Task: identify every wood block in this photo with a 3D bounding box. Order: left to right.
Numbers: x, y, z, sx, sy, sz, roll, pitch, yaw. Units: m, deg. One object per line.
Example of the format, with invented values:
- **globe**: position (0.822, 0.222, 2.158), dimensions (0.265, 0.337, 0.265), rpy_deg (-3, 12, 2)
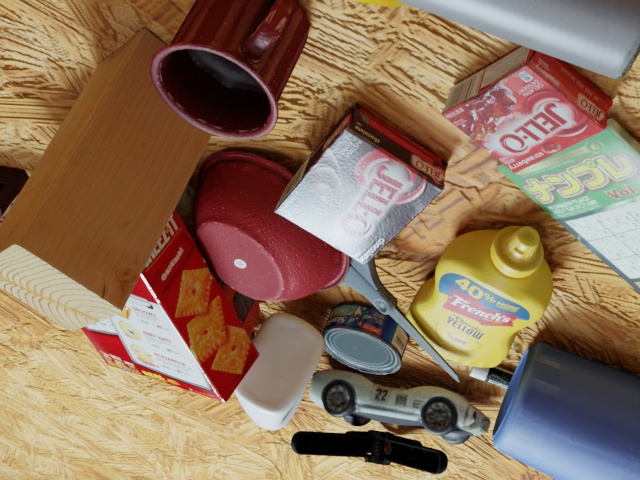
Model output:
- **wood block**: position (-0.162, -0.046, 0.812), dimensions (0.090, 0.206, 0.090), rpy_deg (37, 148, -24)

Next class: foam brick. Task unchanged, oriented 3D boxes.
- **foam brick**: position (-0.336, -0.043, 1.090), dimensions (0.078, 0.053, 0.051), rpy_deg (9, 148, 20)

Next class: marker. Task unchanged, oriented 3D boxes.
- **marker**: position (0.207, 0.146, 1.053), dimensions (0.121, 0.020, 0.020), rpy_deg (20, 150, 5)

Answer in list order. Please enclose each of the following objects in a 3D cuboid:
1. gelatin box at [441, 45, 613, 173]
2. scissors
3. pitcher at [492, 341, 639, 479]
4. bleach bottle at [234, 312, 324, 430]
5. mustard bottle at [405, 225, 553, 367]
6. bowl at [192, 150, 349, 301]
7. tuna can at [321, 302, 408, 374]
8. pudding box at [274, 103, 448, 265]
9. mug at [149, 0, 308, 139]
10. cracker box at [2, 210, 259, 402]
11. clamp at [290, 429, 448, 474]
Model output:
- **gelatin box**: position (0.137, -0.088, 0.716), dimensions (0.073, 0.030, 0.089), rpy_deg (35, 148, -20)
- **scissors**: position (0.056, 0.038, 0.929), dimensions (0.202, 0.016, 0.096), rpy_deg (37, 143, 13)
- **pitcher**: position (0.281, 0.195, 0.964), dimensions (0.243, 0.149, 0.145), rpy_deg (22, 150, 8)
- **bleach bottle**: position (-0.043, 0.151, 1.151), dimensions (0.068, 0.102, 0.251), rpy_deg (29, 167, 7)
- **mustard bottle**: position (0.140, 0.041, 0.892), dimensions (0.096, 0.058, 0.192), rpy_deg (29, 150, 4)
- **bowl**: position (-0.056, 0.001, 0.932), dimensions (0.162, 0.055, 0.162), rpy_deg (26, 145, 19)
- **tuna can**: position (0.045, 0.098, 1.074), dimensions (0.086, 0.033, 0.086), rpy_deg (17, 150, 10)
- **pudding box**: position (0.031, -0.041, 0.832), dimensions (0.090, 0.039, 0.114), rpy_deg (31, 135, -13)
- **mug**: position (-0.052, -0.133, 0.722), dimensions (0.093, 0.081, 0.117), rpy_deg (32, 149, -16)
- **cracker box**: position (-0.170, 0.044, 0.987), dimensions (0.164, 0.072, 0.213), rpy_deg (11, 141, 35)
- **clamp**: position (0.055, 0.230, 1.191), dimensions (0.164, 0.036, 0.210), rpy_deg (8, 173, 5)
